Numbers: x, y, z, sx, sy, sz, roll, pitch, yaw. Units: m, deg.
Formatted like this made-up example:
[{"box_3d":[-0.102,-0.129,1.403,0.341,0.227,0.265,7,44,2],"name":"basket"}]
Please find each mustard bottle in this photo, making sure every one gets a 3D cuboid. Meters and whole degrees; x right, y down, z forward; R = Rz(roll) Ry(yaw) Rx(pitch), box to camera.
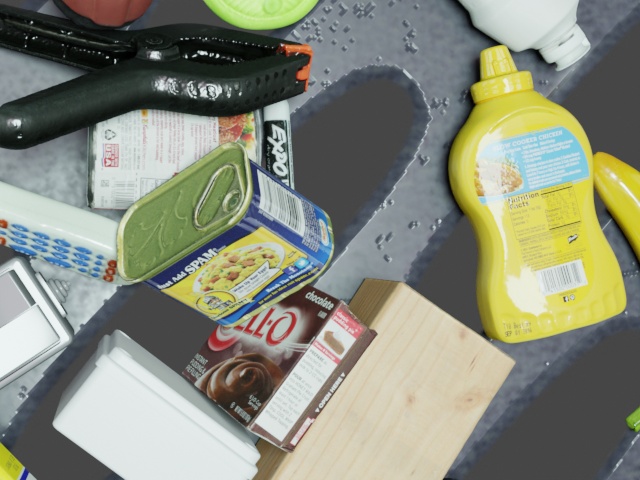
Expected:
[{"box_3d":[0.136,-0.034,0.710,0.096,0.058,0.191,-14,92,-10],"name":"mustard bottle"}]

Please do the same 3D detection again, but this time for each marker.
[{"box_3d":[-0.028,-0.059,0.696,0.020,0.020,0.121,-3,90,-12],"name":"marker"}]

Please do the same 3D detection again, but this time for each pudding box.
[{"box_3d":[-0.027,0.068,0.646,0.039,0.114,0.090,40,81,-29],"name":"pudding box"}]

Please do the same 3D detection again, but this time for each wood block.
[{"box_3d":[0.018,0.133,0.666,0.090,0.091,0.206,35,83,-10],"name":"wood block"}]

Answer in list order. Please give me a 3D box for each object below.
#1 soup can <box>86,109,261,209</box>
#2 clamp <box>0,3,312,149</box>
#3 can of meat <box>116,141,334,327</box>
[{"box_3d":[-0.091,-0.051,0.657,0.102,0.068,0.068,1,89,-12],"name":"soup can"},{"box_3d":[-0.102,-0.096,0.625,0.209,0.164,0.036,0,123,-17],"name":"clamp"},{"box_3d":[-0.054,0.001,0.627,0.102,0.057,0.083,-31,138,25],"name":"can of meat"}]
